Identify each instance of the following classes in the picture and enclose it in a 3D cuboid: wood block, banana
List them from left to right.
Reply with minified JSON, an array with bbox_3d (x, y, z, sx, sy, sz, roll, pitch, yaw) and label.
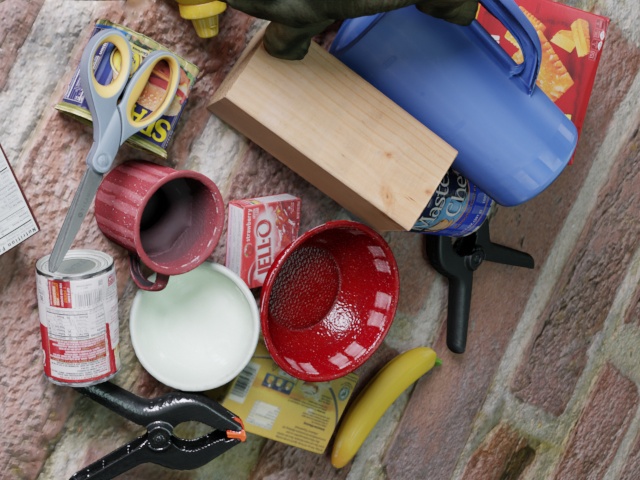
[{"bbox_3d":[0.010,-0.102,0.982,0.206,0.091,0.090,35,80,-14],"label":"wood block"},{"bbox_3d":[0.079,0.184,1.253,0.197,0.037,0.069,-39,127,-25],"label":"banana"}]

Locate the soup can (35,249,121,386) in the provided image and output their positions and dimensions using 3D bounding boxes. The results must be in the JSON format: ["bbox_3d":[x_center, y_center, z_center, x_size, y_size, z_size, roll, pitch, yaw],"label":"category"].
[{"bbox_3d":[-0.209,0.066,0.923,0.068,0.069,0.102,-16,115,-38],"label":"soup can"}]

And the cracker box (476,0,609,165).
[{"bbox_3d":[0.184,-0.183,1.131,0.213,0.072,0.164,12,98,-18],"label":"cracker box"}]

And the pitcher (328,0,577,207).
[{"bbox_3d":[0.135,-0.149,1.014,0.242,0.149,0.145,39,88,-16],"label":"pitcher"}]

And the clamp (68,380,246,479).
[{"bbox_3d":[-0.157,0.168,0.990,0.171,0.039,0.120,-8,115,-10],"label":"clamp"}]

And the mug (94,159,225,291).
[{"bbox_3d":[-0.146,-0.013,0.940,0.093,0.082,0.117,-5,108,-42],"label":"mug"}]

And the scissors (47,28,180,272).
[{"bbox_3d":[-0.183,-0.081,0.843,0.096,0.016,0.201,48,68,-38],"label":"scissors"}]

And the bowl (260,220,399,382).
[{"bbox_3d":[-0.002,0.054,1.042,0.161,0.055,0.162,-10,109,-32],"label":"bowl"}]

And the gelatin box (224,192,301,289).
[{"bbox_3d":[-0.057,0.001,1.065,0.073,0.030,0.089,-10,112,-40],"label":"gelatin box"}]

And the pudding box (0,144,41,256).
[{"bbox_3d":[-0.274,-0.031,0.805,0.089,0.039,0.113,-38,135,-28],"label":"pudding box"}]

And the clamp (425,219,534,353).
[{"bbox_3d":[0.172,0.028,1.281,0.164,0.036,0.209,-53,131,-15],"label":"clamp"}]

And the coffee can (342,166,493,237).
[{"bbox_3d":[0.104,-0.058,1.140,0.140,0.103,0.103,5,102,-44],"label":"coffee can"}]

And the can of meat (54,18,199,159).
[{"bbox_3d":[-0.161,-0.128,0.904,0.102,0.058,0.084,27,85,-44],"label":"can of meat"}]
